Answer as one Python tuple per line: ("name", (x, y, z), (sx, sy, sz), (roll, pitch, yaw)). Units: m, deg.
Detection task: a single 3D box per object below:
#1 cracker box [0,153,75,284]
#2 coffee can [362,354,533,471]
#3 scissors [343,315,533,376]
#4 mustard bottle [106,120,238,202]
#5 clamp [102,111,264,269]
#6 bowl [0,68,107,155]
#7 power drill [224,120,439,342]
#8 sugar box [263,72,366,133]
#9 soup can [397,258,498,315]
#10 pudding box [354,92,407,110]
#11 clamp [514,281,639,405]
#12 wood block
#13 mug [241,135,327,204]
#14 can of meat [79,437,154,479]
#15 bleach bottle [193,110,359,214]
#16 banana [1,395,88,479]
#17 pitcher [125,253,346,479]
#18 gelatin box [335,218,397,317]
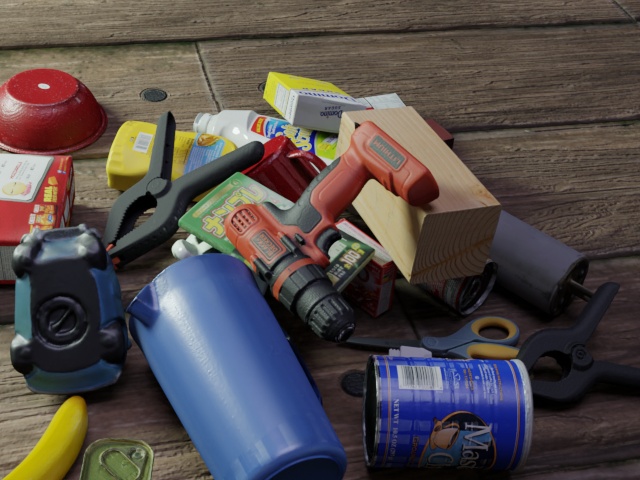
("cracker box", (-0.386, -0.025, 1.173), (0.213, 0.072, 0.164), (0, 39, -6))
("coffee can", (0.114, 0.159, 0.984), (0.140, 0.103, 0.103), (2, 39, -5))
("scissors", (0.127, 0.101, 1.128), (0.202, 0.016, 0.096), (14, 38, 9))
("mustard bottle", (-0.155, -0.091, 1.294), (0.191, 0.058, 0.096), (9, 46, 4))
("clamp", (-0.181, -0.059, 1.206), (0.165, 0.036, 0.210), (29, 71, 40))
("bowl", (-0.357, -0.176, 1.376), (0.162, 0.055, 0.162), (4, 39, -3))
("power drill", (0.021, -0.013, 1.021), (0.187, 0.057, 0.185), (-40, 58, -7))
("sugar box", (-0.009, -0.178, 1.375), (0.093, 0.048, 0.176), (7, 13, -18))
("soup can", (0.135, 0.028, 1.178), (0.102, 0.068, 0.068), (33, 46, 30))
("pudding box", (0.082, -0.149, 1.416), (0.090, 0.039, 0.113), (-10, 43, -20))
("clamp", (0.260, 0.110, 1.088), (0.171, 0.039, 0.120), (-10, 64, -15))
("wood block", (0.097, -0.054, 1.146), (0.090, 0.090, 0.206), (-7, 38, -23))
("mug", (-0.038, -0.069, 1.219), (0.117, 0.081, 0.093), (-19, 29, 46))
("can of meat", (-0.168, 0.228, 0.875), (0.057, 0.084, 0.102), (3, 39, -4))
("bleach bottle", (-0.047, -0.110, 1.331), (0.251, 0.068, 0.102), (18, 36, 17))
("banana", (-0.262, 0.204, 0.930), (0.070, 0.037, 0.197), (29, 44, 24))
("pitcher", (-0.067, 0.137, 0.981), (0.149, 0.145, 0.243), (-23, 49, -15))
("gelatin box", (0.041, 0.030, 1.158), (0.030, 0.073, 0.089), (-28, 50, -35))
